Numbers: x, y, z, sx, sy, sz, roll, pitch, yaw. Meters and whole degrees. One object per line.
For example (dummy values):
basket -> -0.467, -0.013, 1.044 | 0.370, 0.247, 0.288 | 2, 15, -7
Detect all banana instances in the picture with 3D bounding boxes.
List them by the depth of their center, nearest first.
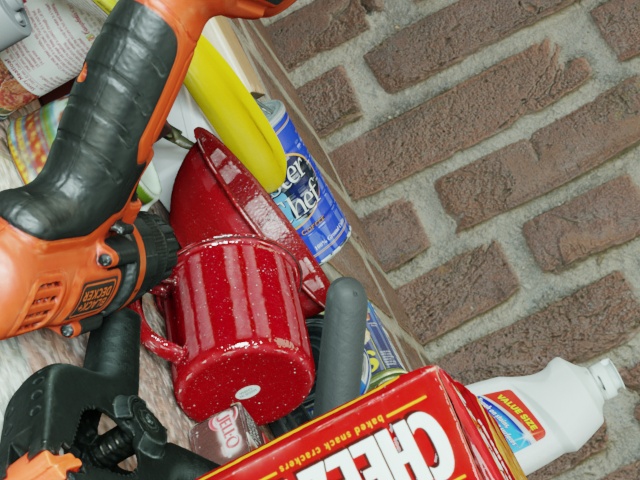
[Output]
banana -> -0.069, -0.093, 0.821 | 0.070, 0.037, 0.197 | 33, -18, 39

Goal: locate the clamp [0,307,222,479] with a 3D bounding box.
clamp -> -0.077, 0.091, 0.447 | 0.120, 0.039, 0.171 | 47, 12, -1

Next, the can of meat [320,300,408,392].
can of meat -> 0.016, 0.106, 0.886 | 0.084, 0.102, 0.057 | 65, 7, 35

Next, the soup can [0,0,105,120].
soup can -> -0.139, -0.116, 0.549 | 0.068, 0.102, 0.068 | 61, 7, -12

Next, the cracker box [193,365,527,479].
cracker box -> 0.000, 0.120, 0.400 | 0.072, 0.164, 0.213 | 63, 6, 19

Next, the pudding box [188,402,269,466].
pudding box -> -0.029, 0.158, 0.581 | 0.090, 0.039, 0.113 | 58, 8, -39

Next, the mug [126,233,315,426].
mug -> -0.059, 0.053, 0.621 | 0.117, 0.093, 0.081 | 20, 37, -32

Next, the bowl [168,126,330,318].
bowl -> -0.055, 0.001, 0.737 | 0.162, 0.055, 0.162 | 52, 6, -9

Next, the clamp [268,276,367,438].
clamp -> -0.003, 0.142, 0.678 | 0.165, 0.036, 0.210 | -32, -118, 60

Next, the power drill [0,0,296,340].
power drill -> -0.072, -0.047, 0.451 | 0.057, 0.188, 0.184 | 30, 10, 8

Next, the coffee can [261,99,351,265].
coffee can -> -0.047, -0.045, 0.995 | 0.140, 0.103, 0.103 | 60, 7, -21
